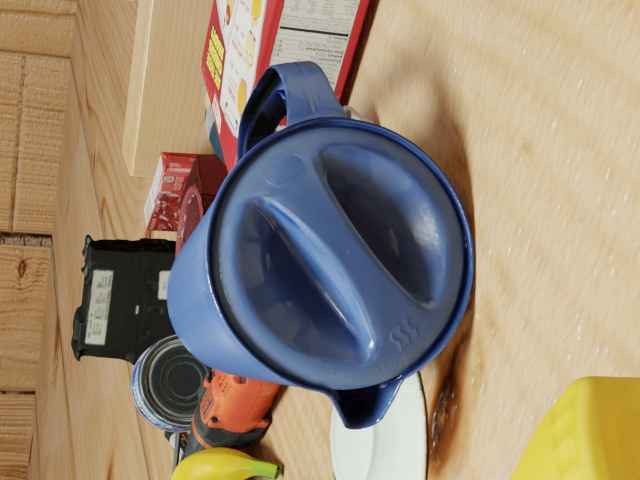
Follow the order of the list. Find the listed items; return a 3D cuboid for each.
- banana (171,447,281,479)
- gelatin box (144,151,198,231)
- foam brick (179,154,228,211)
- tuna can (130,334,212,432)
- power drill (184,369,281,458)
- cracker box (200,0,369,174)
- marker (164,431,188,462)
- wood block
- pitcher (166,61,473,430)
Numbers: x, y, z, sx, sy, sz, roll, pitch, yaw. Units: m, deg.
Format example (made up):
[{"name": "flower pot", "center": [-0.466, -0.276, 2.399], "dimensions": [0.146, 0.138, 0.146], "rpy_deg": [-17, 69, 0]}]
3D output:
[{"name": "banana", "center": [-0.091, 0.208, 0.864], "dimensions": [0.037, 0.069, 0.198], "rpy_deg": [-56, -1, -34]}, {"name": "gelatin box", "center": [-0.119, -0.043, 0.989], "dimensions": [0.089, 0.073, 0.030], "rpy_deg": [118, 149, -49]}, {"name": "foam brick", "center": [-0.090, -0.032, 0.934], "dimensions": [0.078, 0.051, 0.053], "rpy_deg": [119, 148, -51]}, {"name": "tuna can", "center": [-0.124, 0.127, 0.954], "dimensions": [0.034, 0.086, 0.086], "rpy_deg": [142, 129, -64]}, {"name": "power drill", "center": [-0.082, 0.085, 0.888], "dimensions": [0.185, 0.057, 0.187], "rpy_deg": [121, 145, -49]}, {"name": "cracker box", "center": [-0.022, -0.167, 0.733], "dimensions": [0.164, 0.072, 0.214], "rpy_deg": [-108, 27, -49]}, {"name": "marker", "center": [-0.140, 0.213, 1.088], "dimensions": [0.121, 0.020, 0.020], "rpy_deg": [-156, 71, -70]}, {"name": "wood block", "center": [-0.131, -0.169, 1.021], "dimensions": [0.090, 0.090, 0.206], "rpy_deg": [-126, 43, -64]}, {"name": "pitcher", "center": [-0.021, 0.011, 0.613], "dimensions": [0.149, 0.145, 0.243], "rpy_deg": [-57, 9, -15]}]
